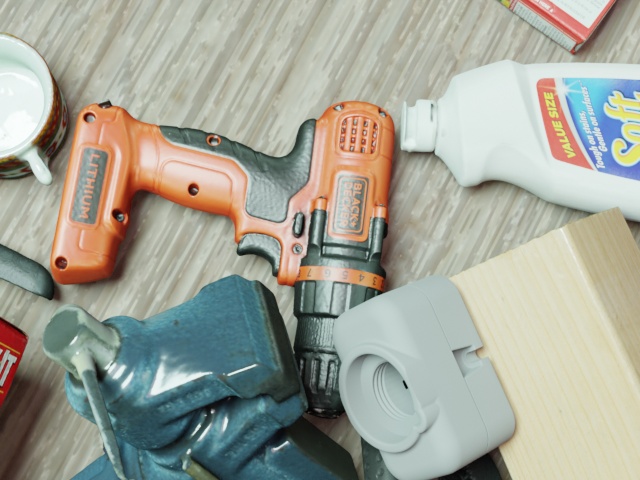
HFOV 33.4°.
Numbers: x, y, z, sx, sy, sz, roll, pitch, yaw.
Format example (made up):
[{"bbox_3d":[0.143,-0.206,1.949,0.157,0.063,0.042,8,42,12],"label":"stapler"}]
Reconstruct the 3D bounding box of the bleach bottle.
[{"bbox_3d":[0.173,-0.053,0.628,0.251,0.068,0.102,3,82,0],"label":"bleach bottle"}]

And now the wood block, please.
[{"bbox_3d":[0.153,0.096,0.575,0.091,0.090,0.206,-28,82,34],"label":"wood block"}]

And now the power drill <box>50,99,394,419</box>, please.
[{"bbox_3d":[-0.054,0.001,0.613,0.187,0.057,0.184,8,78,-4],"label":"power drill"}]
